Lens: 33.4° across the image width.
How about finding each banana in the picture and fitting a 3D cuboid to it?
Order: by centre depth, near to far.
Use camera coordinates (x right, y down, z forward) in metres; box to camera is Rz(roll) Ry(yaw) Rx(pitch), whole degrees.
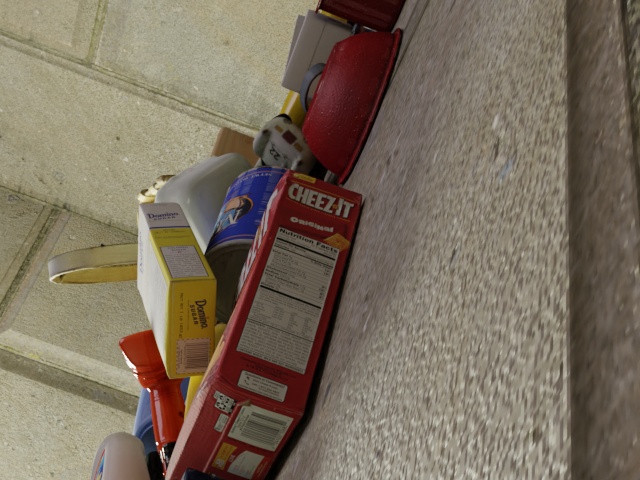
[{"bbox_3d":[-0.011,-0.195,1.227,0.070,0.037,0.198,28,94,60],"label":"banana"}]

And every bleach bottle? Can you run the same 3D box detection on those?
[{"bbox_3d":[-0.208,0.267,1.092,0.251,0.068,0.102,-140,65,-74],"label":"bleach bottle"}]

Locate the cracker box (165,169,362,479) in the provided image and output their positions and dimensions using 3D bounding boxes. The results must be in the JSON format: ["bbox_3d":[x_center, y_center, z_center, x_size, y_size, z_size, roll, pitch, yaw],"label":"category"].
[{"bbox_3d":[-0.043,0.076,0.809,0.164,0.072,0.213,116,173,-47],"label":"cracker box"}]

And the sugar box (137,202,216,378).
[{"bbox_3d":[-0.130,0.039,0.950,0.176,0.048,0.093,-122,33,-61],"label":"sugar box"}]

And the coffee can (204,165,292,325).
[{"bbox_3d":[-0.056,0.006,1.032,0.140,0.102,0.103,-77,9,-55],"label":"coffee can"}]

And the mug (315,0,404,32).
[{"bbox_3d":[0.052,-0.277,1.113,0.093,0.081,0.117,-77,9,-55],"label":"mug"}]

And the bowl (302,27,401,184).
[{"bbox_3d":[0.023,-0.138,1.030,0.162,0.055,0.162,-160,91,-85],"label":"bowl"}]

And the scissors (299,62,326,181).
[{"bbox_3d":[0.021,-0.129,1.161,0.096,0.016,0.202,-33,-30,-11],"label":"scissors"}]

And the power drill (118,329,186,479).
[{"bbox_3d":[-0.139,0.179,0.972,0.184,0.057,0.188,92,166,-69],"label":"power drill"}]
